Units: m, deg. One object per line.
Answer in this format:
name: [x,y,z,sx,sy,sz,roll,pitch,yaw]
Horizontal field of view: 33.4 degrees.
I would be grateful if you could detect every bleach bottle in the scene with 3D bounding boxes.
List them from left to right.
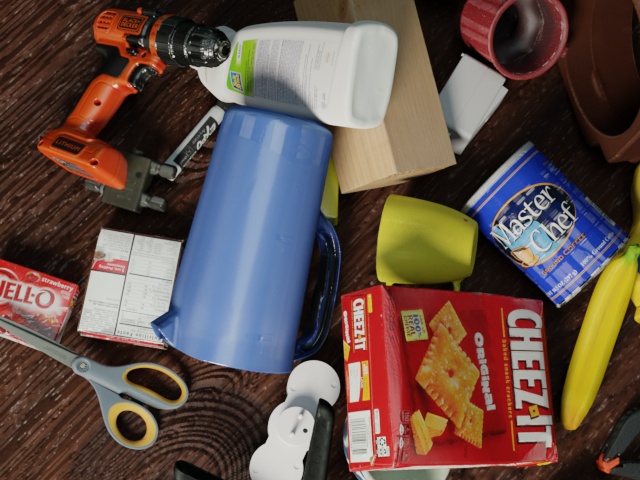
bleach bottle: [-0.042,-0.177,1.057,0.251,0.067,0.102,18,105,41]

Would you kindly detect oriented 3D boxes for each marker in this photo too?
marker: [-0.127,-0.115,1.133,0.020,0.020,0.121,37,78,6]

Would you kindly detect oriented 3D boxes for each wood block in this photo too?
wood block: [0.054,-0.161,1.085,0.090,0.090,0.206,-13,87,-38]

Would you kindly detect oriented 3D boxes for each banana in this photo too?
banana: [0.280,0.093,1.078,0.037,0.069,0.198,19,98,22]

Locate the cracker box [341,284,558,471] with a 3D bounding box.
cracker box: [0.125,0.133,1.012,0.213,0.072,0.164,7,74,-35]

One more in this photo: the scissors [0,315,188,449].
scissors: [-0.232,0.144,1.051,0.201,0.016,0.096,15,82,-10]

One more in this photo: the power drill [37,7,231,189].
power drill: [-0.192,-0.148,1.084,0.185,0.057,0.187,17,74,39]

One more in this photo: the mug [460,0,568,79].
mug: [0.209,-0.221,1.124,0.117,0.082,0.093,13,108,-26]

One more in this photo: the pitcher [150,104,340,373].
pitcher: [-0.057,0.001,1.029,0.145,0.149,0.243,14,92,13]

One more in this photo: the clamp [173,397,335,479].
clamp: [-0.017,0.256,1.004,0.165,0.036,0.210,-32,100,12]

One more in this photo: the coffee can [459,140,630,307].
coffee can: [0.227,-0.017,1.086,0.102,0.103,0.140,-44,83,-12]

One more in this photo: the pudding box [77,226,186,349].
pudding box: [-0.190,0.048,1.082,0.090,0.039,0.113,10,78,-1]

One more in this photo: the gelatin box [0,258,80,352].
gelatin box: [-0.297,0.066,1.075,0.089,0.030,0.073,19,76,1]
